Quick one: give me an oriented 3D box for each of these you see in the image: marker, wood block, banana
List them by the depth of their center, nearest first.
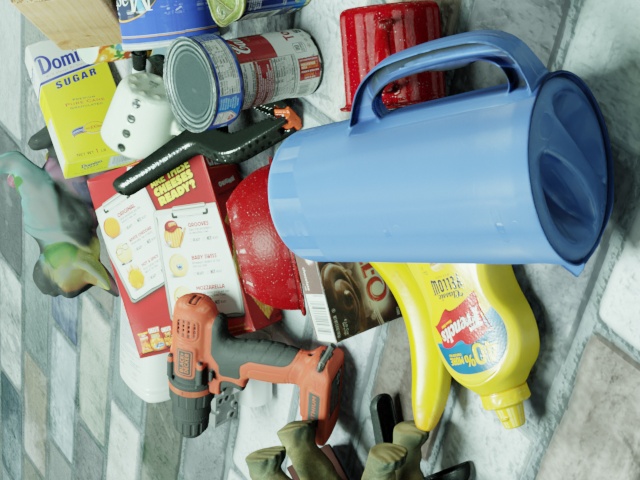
[{"bbox_3d":[0.079,0.069,0.955,0.037,0.069,0.198,2,-117,-89],"label":"banana"},{"bbox_3d":[-0.263,-0.273,1.139,0.206,0.090,0.091,94,170,-87],"label":"wood block"},{"bbox_3d":[-0.214,-0.179,1.267,0.020,0.020,0.121,47,146,32],"label":"marker"}]

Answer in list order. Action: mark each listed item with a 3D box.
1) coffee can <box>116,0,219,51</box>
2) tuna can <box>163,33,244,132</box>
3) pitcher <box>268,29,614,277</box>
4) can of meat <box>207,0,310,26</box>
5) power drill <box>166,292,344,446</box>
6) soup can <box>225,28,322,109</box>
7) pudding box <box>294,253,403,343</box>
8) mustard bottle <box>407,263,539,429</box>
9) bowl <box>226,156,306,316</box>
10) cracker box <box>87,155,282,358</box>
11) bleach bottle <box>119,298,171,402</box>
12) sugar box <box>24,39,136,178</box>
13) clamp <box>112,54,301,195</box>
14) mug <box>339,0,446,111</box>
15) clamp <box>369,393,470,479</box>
[{"bbox_3d":[-0.164,-0.273,1.102,0.103,0.102,0.140,12,114,51],"label":"coffee can"},{"bbox_3d":[-0.105,-0.142,0.957,0.086,0.033,0.086,26,124,45],"label":"tuna can"},{"bbox_3d":[0.078,-0.052,0.787,0.243,0.144,0.149,-4,76,38],"label":"pitcher"},{"bbox_3d":[-0.063,-0.256,0.988,0.058,0.083,0.102,-16,92,55],"label":"can of meat"},{"bbox_3d":[-0.074,0.154,1.126,0.188,0.057,0.184,13,124,13],"label":"power drill"},{"bbox_3d":[-0.057,-0.160,1.005,0.069,0.102,0.068,27,125,46],"label":"soup can"},{"bbox_3d":[0.027,0.028,0.983,0.039,0.089,0.113,0,105,55],"label":"pudding box"},{"bbox_3d":[0.131,0.063,0.884,0.096,0.058,0.191,-20,88,48],"label":"mustard bottle"},{"bbox_3d":[-0.057,0.001,1.051,0.162,0.055,0.162,168,90,-86],"label":"bowl"},{"bbox_3d":[-0.151,0.009,1.190,0.164,0.072,0.214,-16,90,29],"label":"cracker box"},{"bbox_3d":[-0.215,0.074,1.357,0.103,0.067,0.251,32,126,46],"label":"bleach bottle"},{"bbox_3d":[-0.295,-0.169,1.316,0.176,0.093,0.048,67,155,16],"label":"sugar box"},{"bbox_3d":[-0.119,-0.113,1.096,0.210,0.036,0.164,9,74,31],"label":"clamp"},{"bbox_3d":[0.056,-0.147,0.855,0.093,0.117,0.081,-3,99,13],"label":"mug"},{"bbox_3d":[0.074,0.233,1.050,0.120,0.039,0.172,50,135,29],"label":"clamp"}]
